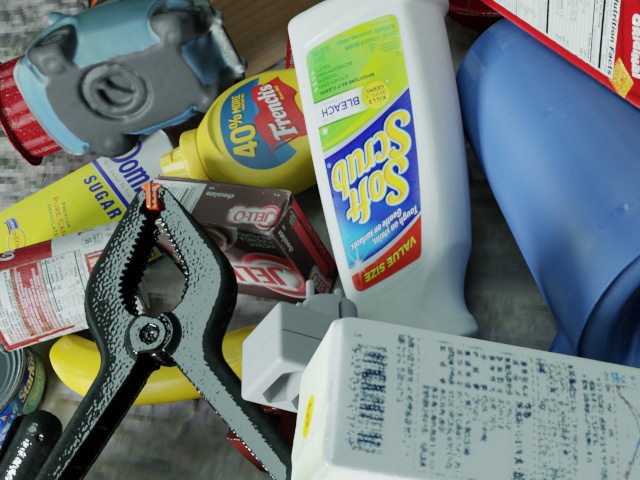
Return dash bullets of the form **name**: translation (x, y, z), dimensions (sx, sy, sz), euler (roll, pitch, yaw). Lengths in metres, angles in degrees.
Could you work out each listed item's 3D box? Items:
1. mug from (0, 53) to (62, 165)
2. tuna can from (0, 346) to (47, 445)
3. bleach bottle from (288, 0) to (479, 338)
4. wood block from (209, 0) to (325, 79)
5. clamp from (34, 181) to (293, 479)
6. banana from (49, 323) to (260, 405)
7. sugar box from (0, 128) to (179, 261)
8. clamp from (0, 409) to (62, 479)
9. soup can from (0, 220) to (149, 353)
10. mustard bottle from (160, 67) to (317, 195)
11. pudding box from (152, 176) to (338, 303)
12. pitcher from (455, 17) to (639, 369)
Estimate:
- **mug**: translation (-0.216, -0.126, 0.884), dimensions (0.081, 0.093, 0.117), euler (-20, 39, 5)
- **tuna can**: translation (-0.239, 0.105, 0.760), dimensions (0.086, 0.033, 0.086), euler (-13, 52, 17)
- **bleach bottle**: translation (0.051, -0.026, 0.642), dimensions (0.103, 0.068, 0.251), euler (-17, 78, 28)
- **wood block**: translation (-0.006, -0.230, 0.855), dimensions (0.206, 0.090, 0.091), euler (-29, 48, 4)
- **clamp**: translation (-0.103, 0.067, 0.627), dimensions (0.164, 0.036, 0.210), euler (-15, 65, 6)
- **banana**: translation (-0.112, 0.079, 0.715), dimensions (0.198, 0.037, 0.069), euler (1, 57, 26)
- **sugar box**: translation (-0.176, -0.009, 0.805), dimensions (0.176, 0.048, 0.093), euler (-30, 49, 4)
- **clamp**: translation (-0.210, 0.182, 0.672), dimensions (0.039, 0.120, 0.171), euler (27, 81, -7)
- **soup can**: translation (-0.175, 0.031, 0.730), dimensions (0.102, 0.068, 0.068), euler (-16, 50, -5)
- **mustard bottle**: translation (-0.021, -0.078, 0.742), dimensions (0.192, 0.058, 0.096), euler (-16, 60, 13)
- **pudding box**: translation (-0.055, 0.001, 0.710), dimensions (0.114, 0.090, 0.039), euler (10, 60, 32)
- **pitcher**: translation (0.170, -0.038, 0.595), dimensions (0.149, 0.145, 0.243), euler (0, 38, -16)
